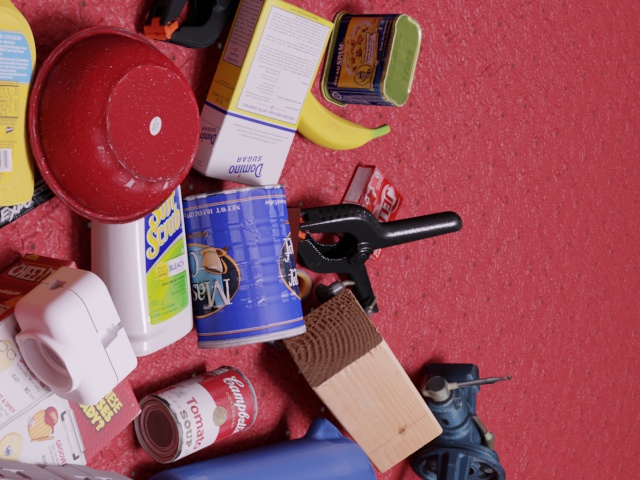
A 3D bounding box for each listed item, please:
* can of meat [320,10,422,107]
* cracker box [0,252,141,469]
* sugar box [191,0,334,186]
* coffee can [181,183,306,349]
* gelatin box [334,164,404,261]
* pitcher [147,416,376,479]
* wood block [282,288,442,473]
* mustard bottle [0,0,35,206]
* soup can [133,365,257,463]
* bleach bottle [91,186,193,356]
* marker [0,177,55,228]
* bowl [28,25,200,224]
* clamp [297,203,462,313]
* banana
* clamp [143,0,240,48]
[{"bbox_3d":[0.056,-0.196,1.155,0.057,0.084,0.102,16,85,-51],"label":"can of meat"},{"bbox_3d":[-0.260,0.136,0.842,0.213,0.072,0.164,-45,131,-38],"label":"cracker box"},{"bbox_3d":[-0.058,-0.141,1.020,0.093,0.048,0.176,11,106,-45],"label":"sugar box"},{"bbox_3d":[-0.074,0.024,0.998,0.102,0.103,0.140,-8,90,-50],"label":"coffee can"},{"bbox_3d":[0.056,-0.032,1.232,0.073,0.030,0.089,43,64,-46],"label":"gelatin box"},{"bbox_3d":[-0.063,0.281,1.073,0.242,0.149,0.145,2,133,-48],"label":"pitcher"},{"bbox_3d":[0.048,0.159,1.176,0.091,0.090,0.206,-34,137,-1],"label":"wood block"},{"bbox_3d":[-0.259,-0.123,0.799,0.096,0.058,0.192,-6,102,-52],"label":"mustard bottle"},{"bbox_3d":[-0.120,0.166,1.025,0.102,0.069,0.068,-15,109,-48],"label":"soup can"},{"bbox_3d":[-0.162,-0.033,0.930,0.102,0.068,0.251,-26,116,-62],"label":"bleach bottle"},{"bbox_3d":[-0.251,-0.024,0.861,0.120,0.020,0.020,-39,126,-40],"label":"marker"},{"bbox_3d":[-0.149,-0.093,0.853,0.161,0.055,0.162,-3,95,-47],"label":"bowl"},{"bbox_3d":[0.050,0.000,1.175,0.165,0.036,0.209,-43,138,20],"label":"clamp"},{"bbox_3d":[-0.010,-0.147,1.110,0.069,0.037,0.197,-51,130,2],"label":"banana"},{"bbox_3d":[-0.103,-0.239,0.987,0.171,0.039,0.120,-41,121,-47],"label":"clamp"}]
